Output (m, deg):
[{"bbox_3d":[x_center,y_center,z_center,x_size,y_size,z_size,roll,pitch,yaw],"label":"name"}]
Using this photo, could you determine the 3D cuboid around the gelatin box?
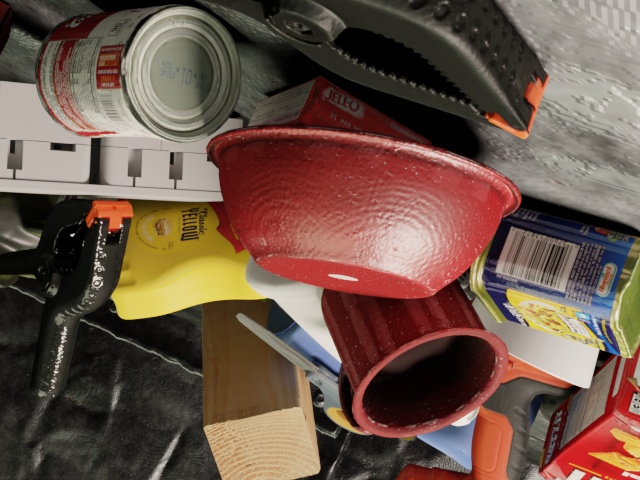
[{"bbox_3d":[0.007,-0.055,0.581,0.073,0.030,0.089,28,167,-20],"label":"gelatin box"}]

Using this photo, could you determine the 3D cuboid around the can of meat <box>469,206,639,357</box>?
[{"bbox_3d":[0.140,0.023,0.607,0.084,0.057,0.102,17,168,26],"label":"can of meat"}]

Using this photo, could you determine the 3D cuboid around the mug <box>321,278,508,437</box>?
[{"bbox_3d":[0.044,0.062,0.623,0.093,0.117,0.081,7,-141,-30],"label":"mug"}]

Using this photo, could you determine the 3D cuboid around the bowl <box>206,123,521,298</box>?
[{"bbox_3d":[0.017,-0.007,0.538,0.162,0.055,0.162,10,169,2],"label":"bowl"}]

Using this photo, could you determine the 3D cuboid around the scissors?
[{"bbox_3d":[-0.005,0.123,0.924,0.201,0.016,0.096,32,151,-15],"label":"scissors"}]

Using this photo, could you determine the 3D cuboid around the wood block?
[{"bbox_3d":[-0.060,0.126,1.023,0.090,0.206,0.091,-13,126,2],"label":"wood block"}]

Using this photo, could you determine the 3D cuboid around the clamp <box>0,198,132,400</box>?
[{"bbox_3d":[-0.178,0.035,0.746,0.039,0.120,0.172,-12,163,-43],"label":"clamp"}]

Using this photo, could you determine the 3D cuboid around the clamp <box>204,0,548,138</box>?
[{"bbox_3d":[-0.003,-0.095,0.374,0.210,0.036,0.165,24,171,-13],"label":"clamp"}]

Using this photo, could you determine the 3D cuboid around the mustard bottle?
[{"bbox_3d":[-0.055,0.001,0.770,0.191,0.096,0.058,-8,133,3],"label":"mustard bottle"}]

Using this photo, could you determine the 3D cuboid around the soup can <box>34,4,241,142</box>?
[{"bbox_3d":[-0.095,-0.085,0.550,0.068,0.068,0.102,31,167,-36],"label":"soup can"}]

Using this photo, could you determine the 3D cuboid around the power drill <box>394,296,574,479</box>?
[{"bbox_3d":[0.114,0.136,0.870,0.184,0.188,0.057,16,-168,7],"label":"power drill"}]
